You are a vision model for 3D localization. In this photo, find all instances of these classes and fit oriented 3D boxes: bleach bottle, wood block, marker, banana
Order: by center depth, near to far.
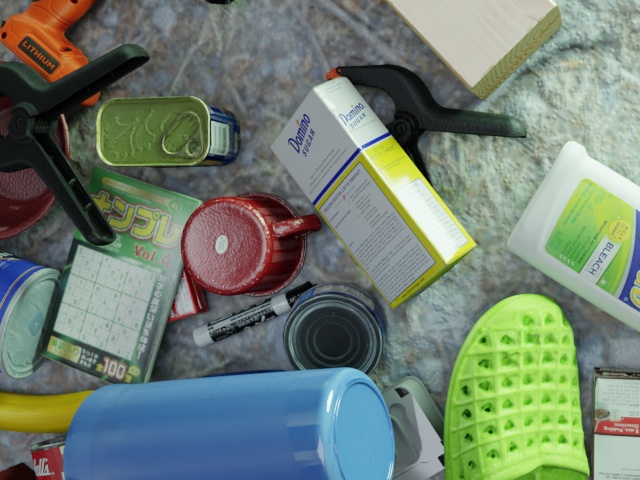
[{"bbox_3d":[0.274,0.028,0.815,0.251,0.068,0.102,31,100,11],"label":"bleach bottle"},{"bbox_3d":[0.087,-0.219,0.848,0.091,0.090,0.206,-44,80,12],"label":"wood block"},{"bbox_3d":[-0.055,0.064,0.931,0.121,0.020,0.020,-23,85,15],"label":"marker"},{"bbox_3d":[-0.268,0.152,0.973,0.198,0.069,0.037,3,63,12],"label":"banana"}]

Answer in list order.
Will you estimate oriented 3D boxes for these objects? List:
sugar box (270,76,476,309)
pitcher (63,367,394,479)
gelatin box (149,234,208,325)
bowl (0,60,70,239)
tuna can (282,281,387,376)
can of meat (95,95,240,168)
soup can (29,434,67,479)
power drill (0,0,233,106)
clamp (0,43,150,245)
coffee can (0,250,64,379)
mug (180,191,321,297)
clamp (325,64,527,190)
[{"bbox_3d":[0.040,-0.038,0.868,0.176,0.048,0.093,56,143,10],"label":"sugar box"},{"bbox_3d":[-0.066,0.160,0.837,0.243,0.144,0.149,-12,67,30],"label":"pitcher"},{"bbox_3d":[-0.151,0.041,0.953,0.089,0.030,0.073,-19,85,16],"label":"gelatin box"},{"bbox_3d":[-0.288,-0.081,0.976,0.162,0.055,0.162,1,92,17],"label":"bowl"},{"bbox_3d":[0.012,0.080,0.894,0.086,0.033,0.086,2,104,8],"label":"tuna can"},{"bbox_3d":[-0.128,-0.090,0.915,0.102,0.083,0.057,0,91,16],"label":"can of meat"},{"bbox_3d":[-0.215,0.226,0.956,0.069,0.068,0.102,-14,87,16],"label":"soup can"},{"bbox_3d":[-0.182,-0.214,0.945,0.184,0.057,0.188,40,99,13],"label":"power drill"},{"bbox_3d":[-0.238,-0.087,0.897,0.210,0.036,0.164,9,95,27],"label":"clamp"},{"bbox_3d":[-0.314,0.053,0.963,0.140,0.102,0.103,19,96,15],"label":"coffee can"},{"bbox_3d":[-0.056,0.001,0.898,0.117,0.081,0.093,-15,87,16],"label":"mug"},{"bbox_3d":[0.082,-0.096,0.877,0.120,0.039,0.171,-45,81,15],"label":"clamp"}]
